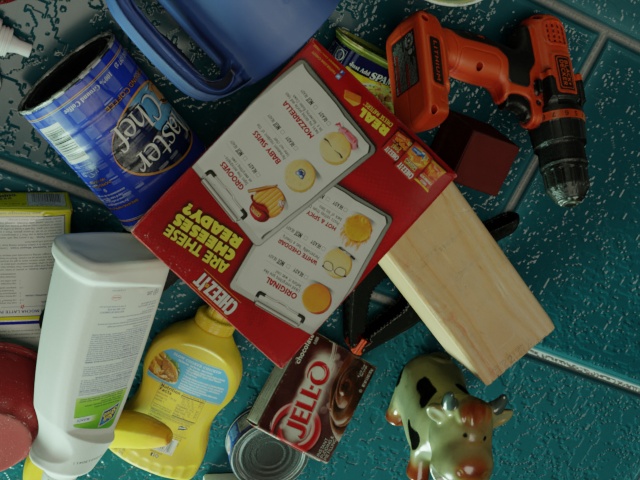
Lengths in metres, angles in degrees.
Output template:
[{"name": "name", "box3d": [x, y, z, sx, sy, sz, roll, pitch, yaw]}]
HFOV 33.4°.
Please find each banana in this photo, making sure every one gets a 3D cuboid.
[{"name": "banana", "box3d": [-0.228, 0.202, 1.039, 0.198, 0.037, 0.069, -31, 94, 26]}]

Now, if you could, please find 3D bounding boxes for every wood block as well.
[{"name": "wood block", "box3d": [0.117, 0.024, 1.000, 0.090, 0.091, 0.206, -40, 113, -4]}]

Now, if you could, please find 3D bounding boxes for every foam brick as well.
[{"name": "foam brick", "box3d": [0.143, -0.083, 1.006, 0.051, 0.078, 0.053, 19, 107, -19]}]

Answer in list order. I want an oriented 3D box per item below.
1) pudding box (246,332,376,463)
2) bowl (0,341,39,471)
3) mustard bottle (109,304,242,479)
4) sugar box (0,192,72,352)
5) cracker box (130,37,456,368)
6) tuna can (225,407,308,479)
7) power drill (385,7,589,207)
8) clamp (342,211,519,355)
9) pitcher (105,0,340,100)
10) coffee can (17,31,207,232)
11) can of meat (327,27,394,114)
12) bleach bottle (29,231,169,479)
[{"name": "pudding box", "box3d": [-0.009, 0.155, 1.076, 0.090, 0.039, 0.113, 32, 78, -24]}, {"name": "bowl", "box3d": [-0.312, 0.166, 0.975, 0.162, 0.055, 0.162, -10, 133, -11]}, {"name": "mustard bottle", "box3d": [-0.131, 0.137, 1.047, 0.096, 0.058, 0.192, 25, 106, -7]}, {"name": "sugar box", "box3d": [-0.277, 0.044, 0.981, 0.093, 0.048, 0.176, 0, 116, -16]}, {"name": "cracker box", "box3d": [-0.022, -0.030, 0.873, 0.164, 0.072, 0.213, 43, 84, -4]}, {"name": "tuna can", "box3d": [-0.055, 0.216, 1.114, 0.086, 0.034, 0.086, -5, 114, -11]}, {"name": "power drill", "box3d": [0.153, -0.122, 0.939, 0.187, 0.057, 0.184, 4, 69, -30]}, {"name": "clamp", "box3d": [0.078, 0.016, 1.056, 0.164, 0.036, 0.210, 35, 98, -22]}, {"name": "pitcher", "box3d": [-0.107, -0.239, 0.848, 0.145, 0.149, 0.242, -38, 114, 22]}, {"name": "coffee can", "box3d": [-0.172, -0.092, 0.914, 0.103, 0.103, 0.140, -37, 116, 4]}, {"name": "can of meat", "box3d": [0.040, -0.132, 0.972, 0.102, 0.057, 0.084, 24, 107, -22]}, {"name": "bleach bottle", "box3d": [-0.211, 0.117, 0.939, 0.102, 0.068, 0.251, -3, 119, -48]}]
